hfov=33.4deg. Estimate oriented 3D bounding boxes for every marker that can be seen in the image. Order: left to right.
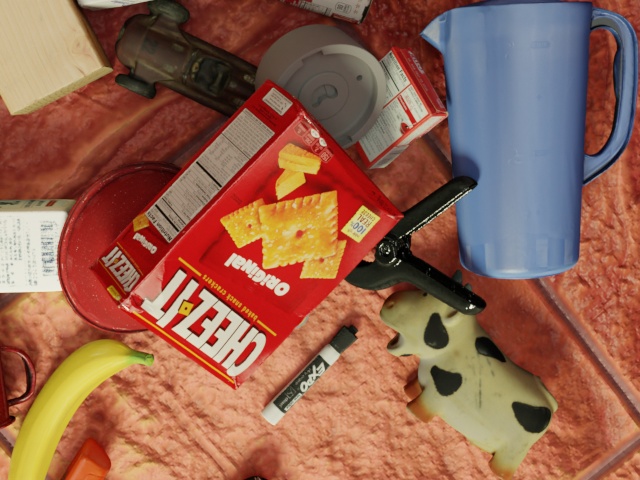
[{"bbox_3d":[-0.009,0.126,1.014,0.020,0.020,0.121,44,91,-9],"label":"marker"}]

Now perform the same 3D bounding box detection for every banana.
[{"bbox_3d":[-0.235,0.157,0.978,0.198,0.070,0.037,-51,139,8],"label":"banana"}]

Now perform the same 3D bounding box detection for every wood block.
[{"bbox_3d":[-0.268,-0.221,0.914,0.091,0.090,0.206,-27,99,-2],"label":"wood block"}]

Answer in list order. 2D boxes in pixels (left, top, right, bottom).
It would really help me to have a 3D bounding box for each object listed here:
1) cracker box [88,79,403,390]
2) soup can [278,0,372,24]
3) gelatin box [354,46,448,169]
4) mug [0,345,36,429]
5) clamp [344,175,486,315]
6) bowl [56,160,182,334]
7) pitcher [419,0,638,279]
[{"bbox_3d":[-0.056,0.001,0.886,0.213,0.072,0.164,-47,134,0],"label":"cracker box"},{"bbox_3d":[-0.003,-0.238,0.948,0.102,0.068,0.068,16,95,-8],"label":"soup can"},{"bbox_3d":[0.062,-0.118,0.952,0.089,0.030,0.073,-39,71,36],"label":"gelatin box"},{"bbox_3d":[-0.314,0.127,0.957,0.117,0.093,0.081,-8,93,-27],"label":"mug"},{"bbox_3d":[0.071,-0.004,0.953,0.172,0.039,0.120,8,97,27],"label":"clamp"},{"bbox_3d":[-0.144,0.014,0.931,0.161,0.055,0.162,-15,115,-34],"label":"bowl"},{"bbox_3d":[0.186,-0.094,0.952,0.144,0.149,0.243,-13,104,-41],"label":"pitcher"}]
